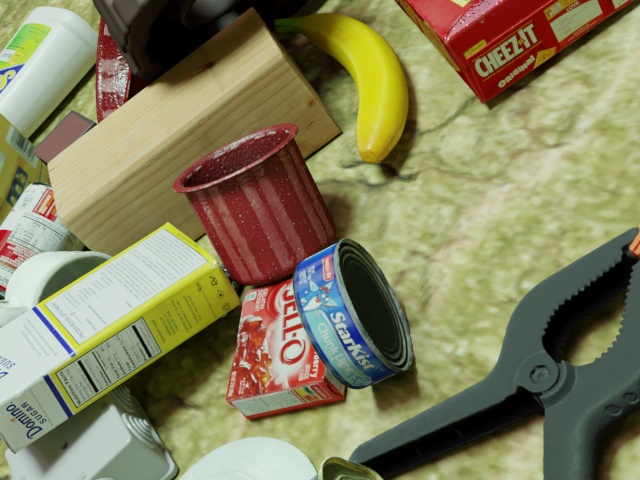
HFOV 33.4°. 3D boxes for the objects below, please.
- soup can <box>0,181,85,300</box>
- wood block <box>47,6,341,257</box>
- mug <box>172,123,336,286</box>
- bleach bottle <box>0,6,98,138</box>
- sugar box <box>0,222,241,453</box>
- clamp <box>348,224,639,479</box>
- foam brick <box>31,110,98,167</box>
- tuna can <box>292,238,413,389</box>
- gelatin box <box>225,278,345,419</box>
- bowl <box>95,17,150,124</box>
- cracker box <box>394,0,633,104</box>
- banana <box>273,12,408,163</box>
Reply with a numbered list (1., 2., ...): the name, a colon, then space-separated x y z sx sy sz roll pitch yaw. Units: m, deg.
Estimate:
1. soup can: -0.238 0.011 0.881 0.069 0.068 0.102 5 58 41
2. wood block: -0.101 -0.073 0.832 0.206 0.090 0.091 -36 39 7
3. mug: -0.039 -0.027 0.736 0.093 0.081 0.117 -21 19 15
4. bleach bottle: -0.326 -0.122 1.082 0.103 0.068 0.250 19 70 47
5. sugar box: -0.150 0.061 0.718 0.176 0.048 0.093 -35 31 -15
6. clamp: 0.112 0.080 0.562 0.165 0.036 0.210 18 71 46
7. foam brick: -0.195 -0.064 0.908 0.051 0.078 0.053 -50 38 -10
8. tuna can: 0.019 0.044 0.631 0.034 0.086 0.086 -27 41 19
9. gelatin box: -0.018 0.065 0.685 0.073 0.030 0.089 -16 46 27
10. bowl: -0.160 -0.164 0.953 0.162 0.055 0.162 -178 90 -68
11. cracker box: 0.133 -0.217 0.789 0.164 0.072 0.214 -35 39 7
12. banana: 0.029 -0.125 0.812 0.069 0.037 0.198 -28 44 -2
